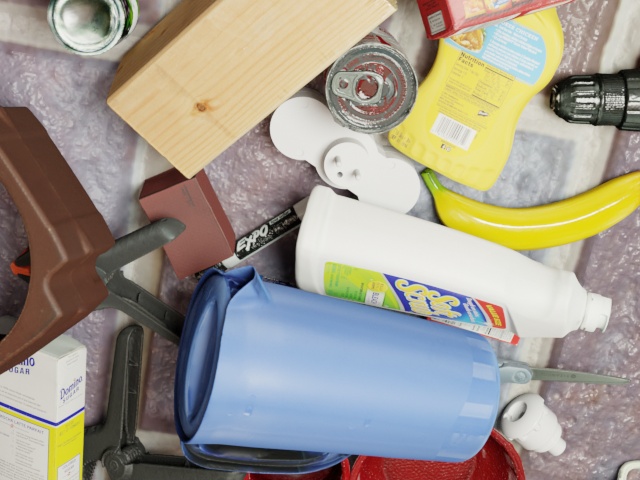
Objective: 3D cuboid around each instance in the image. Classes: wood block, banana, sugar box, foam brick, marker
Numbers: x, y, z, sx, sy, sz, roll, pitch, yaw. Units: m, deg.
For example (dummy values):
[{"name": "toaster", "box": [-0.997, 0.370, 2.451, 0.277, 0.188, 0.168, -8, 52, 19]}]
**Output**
[{"name": "wood block", "box": [-0.052, -0.153, 0.793, 0.206, 0.090, 0.090, -36, 116, 23]}, {"name": "banana", "box": [0.183, -0.025, 0.902, 0.197, 0.037, 0.070, 0, 111, -2]}, {"name": "sugar box", "box": [-0.254, 0.162, 0.938, 0.093, 0.048, 0.176, 17, 110, 23]}, {"name": "foam brick", "box": [-0.109, -0.018, 0.888, 0.053, 0.051, 0.078, -21, 110, 5]}, {"name": "marker", "box": [-0.056, 0.001, 0.913, 0.121, 0.020, 0.020, -31, 109, 9]}]

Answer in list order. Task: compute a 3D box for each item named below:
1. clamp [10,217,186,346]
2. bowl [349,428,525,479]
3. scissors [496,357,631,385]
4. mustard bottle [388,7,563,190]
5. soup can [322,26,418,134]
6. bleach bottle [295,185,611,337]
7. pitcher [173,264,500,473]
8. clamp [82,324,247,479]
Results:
[{"name": "clamp", "box": [-0.174, 0.036, 0.888, 0.172, 0.039, 0.120, 1, 115, 26]}, {"name": "bowl", "box": [0.103, 0.217, 0.980, 0.162, 0.055, 0.162, -1, 111, -2]}, {"name": "scissors", "box": [0.165, 0.131, 0.957, 0.201, 0.016, 0.096, 17, 123, -4]}, {"name": "mustard bottle", "box": [0.135, -0.143, 0.843, 0.096, 0.058, 0.192, 29, 108, 7]}, {"name": "soup can", "box": [0.036, -0.128, 0.823, 0.068, 0.102, 0.068, -1, 111, -2]}, {"name": "bleach bottle", "box": [0.108, 0.028, 0.858, 0.251, 0.068, 0.102, 13, 153, 6]}, {"name": "pitcher", "box": [0.009, 0.115, 0.842, 0.242, 0.149, 0.145, 12, 74, -19]}, {"name": "clamp", "box": [-0.176, 0.183, 0.950, 0.210, 0.036, 0.164, -37, 82, 30]}]
